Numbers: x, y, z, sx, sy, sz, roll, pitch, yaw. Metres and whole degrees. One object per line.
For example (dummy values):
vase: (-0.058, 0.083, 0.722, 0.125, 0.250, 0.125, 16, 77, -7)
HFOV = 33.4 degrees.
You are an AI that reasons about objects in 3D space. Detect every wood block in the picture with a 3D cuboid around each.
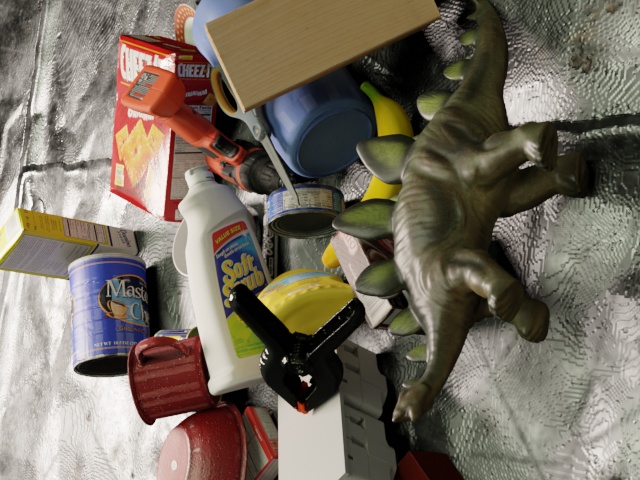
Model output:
wood block: (-0.001, -0.209, 1.040, 0.091, 0.206, 0.090, 64, 178, -6)

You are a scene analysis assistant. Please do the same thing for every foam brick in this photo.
foam brick: (0.091, 0.239, 0.984, 0.078, 0.051, 0.053, -57, 44, 23)

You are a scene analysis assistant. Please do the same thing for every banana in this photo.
banana: (0.055, -0.060, 1.094, 0.070, 0.037, 0.198, 16, 99, 16)

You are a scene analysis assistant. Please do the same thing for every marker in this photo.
marker: (-0.058, 0.001, 1.237, 0.020, 0.020, 0.121, -13, 71, 47)

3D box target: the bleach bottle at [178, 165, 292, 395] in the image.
bleach bottle: (-0.108, 0.037, 1.183, 0.068, 0.102, 0.251, -35, 70, 53)

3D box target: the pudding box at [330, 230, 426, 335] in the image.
pudding box: (0.069, 0.036, 1.029, 0.039, 0.089, 0.113, -48, 50, 33)

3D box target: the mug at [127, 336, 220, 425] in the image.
mug: (-0.164, 0.146, 1.188, 0.081, 0.117, 0.093, -13, 42, 7)

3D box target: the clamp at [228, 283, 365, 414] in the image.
clamp: (-0.028, 0.098, 0.977, 0.172, 0.120, 0.039, 100, -171, -47)

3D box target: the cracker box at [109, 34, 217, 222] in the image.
cracker box: (-0.204, -0.145, 1.364, 0.164, 0.071, 0.214, 26, 115, 51)

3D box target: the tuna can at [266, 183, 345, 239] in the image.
tuna can: (-0.015, -0.031, 1.145, 0.086, 0.086, 0.034, -22, 63, 44)

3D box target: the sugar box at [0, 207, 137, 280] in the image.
sugar box: (-0.347, 0.011, 1.447, 0.093, 0.175, 0.048, -42, 54, 34)

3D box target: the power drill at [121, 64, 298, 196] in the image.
power drill: (-0.125, -0.118, 1.213, 0.057, 0.187, 0.185, -56, 33, -8)

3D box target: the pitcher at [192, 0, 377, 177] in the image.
pitcher: (-0.038, -0.176, 1.188, 0.145, 0.149, 0.243, -43, 53, 14)

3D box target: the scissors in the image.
scissors: (-0.059, -0.133, 1.100, 0.202, 0.016, 0.096, 51, 135, 36)

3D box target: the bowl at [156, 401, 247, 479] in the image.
bowl: (-0.140, 0.256, 1.190, 0.162, 0.055, 0.162, -36, 46, 50)

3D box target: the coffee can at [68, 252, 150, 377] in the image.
coffee can: (-0.276, 0.099, 1.400, 0.103, 0.102, 0.140, -28, 61, 42)

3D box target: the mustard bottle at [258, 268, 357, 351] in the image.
mustard bottle: (-0.018, 0.065, 1.103, 0.192, 0.096, 0.058, -142, 33, -79)

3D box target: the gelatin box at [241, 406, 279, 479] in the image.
gelatin box: (-0.077, 0.241, 1.193, 0.089, 0.030, 0.073, -56, 45, 28)
